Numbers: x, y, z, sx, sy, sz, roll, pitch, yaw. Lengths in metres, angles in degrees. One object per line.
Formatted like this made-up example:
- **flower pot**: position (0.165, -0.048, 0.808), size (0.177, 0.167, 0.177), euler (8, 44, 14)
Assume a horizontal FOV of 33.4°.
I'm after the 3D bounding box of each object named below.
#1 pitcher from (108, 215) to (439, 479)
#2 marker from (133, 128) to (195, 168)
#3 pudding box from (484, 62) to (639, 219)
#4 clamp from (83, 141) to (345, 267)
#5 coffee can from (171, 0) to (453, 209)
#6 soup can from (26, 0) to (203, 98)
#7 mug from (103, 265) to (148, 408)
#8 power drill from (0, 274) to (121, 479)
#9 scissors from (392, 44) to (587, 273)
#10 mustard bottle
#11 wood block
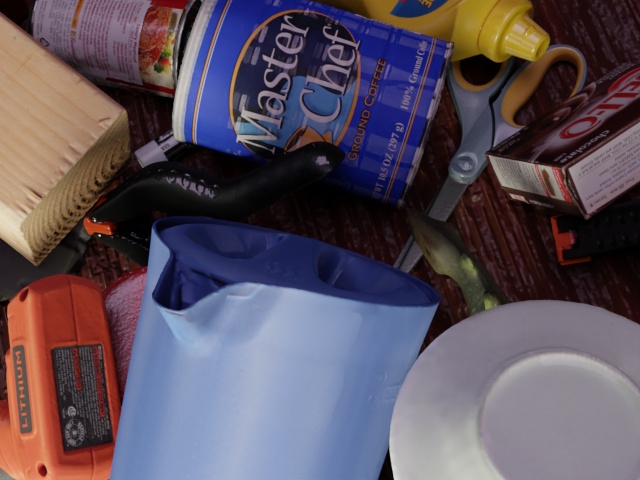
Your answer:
- **pitcher**: position (-0.032, 0.117, 0.507), size (0.149, 0.145, 0.243), euler (12, 100, -14)
- **marker**: position (-0.065, -0.082, 0.687), size (0.121, 0.020, 0.020), euler (-35, 69, -8)
- **pudding box**: position (0.165, -0.061, 0.614), size (0.113, 0.090, 0.039), euler (-35, 108, -10)
- **clamp**: position (-0.054, 0.001, 0.627), size (0.172, 0.120, 0.039), euler (0, 27, 26)
- **coffee can**: position (-0.004, -0.087, 0.626), size (0.140, 0.103, 0.102), euler (17, 71, 1)
- **soup can**: position (-0.127, -0.132, 0.687), size (0.102, 0.068, 0.068), euler (12, 70, 11)
- **mug**: position (-0.073, 0.068, 0.595), size (0.117, 0.081, 0.093), euler (24, 73, 14)
- **power drill**: position (-0.195, 0.072, 0.570), size (0.188, 0.057, 0.184), euler (-14, 84, 32)
- **scissors**: position (0.081, -0.062, 0.666), size (0.201, 0.016, 0.096), euler (-41, 69, -11)
- **mustard bottle**: position (0.062, -0.165, 0.675), size (0.192, 0.058, 0.096), euler (36, 76, 24)
- **wood block**: position (-0.219, -0.091, 0.623), size (0.206, 0.090, 0.090), euler (38, 73, 4)
